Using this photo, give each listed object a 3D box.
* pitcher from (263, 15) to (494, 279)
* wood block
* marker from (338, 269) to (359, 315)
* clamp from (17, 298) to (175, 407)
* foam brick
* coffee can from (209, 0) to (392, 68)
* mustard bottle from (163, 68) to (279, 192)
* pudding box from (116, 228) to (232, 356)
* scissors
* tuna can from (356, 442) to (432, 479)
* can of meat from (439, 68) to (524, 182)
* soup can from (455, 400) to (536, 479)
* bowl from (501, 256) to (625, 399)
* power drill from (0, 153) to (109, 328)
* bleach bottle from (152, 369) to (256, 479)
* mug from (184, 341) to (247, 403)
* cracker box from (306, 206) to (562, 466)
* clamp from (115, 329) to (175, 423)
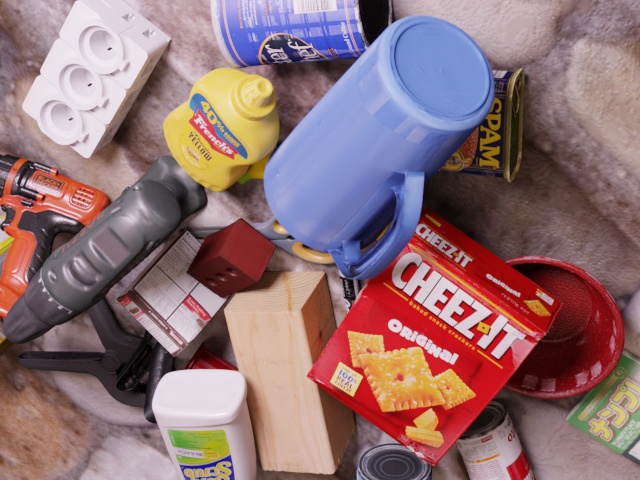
[{"bbox_3d":[0.053,-0.081,0.944,0.149,0.144,0.243,40,148,-3],"label":"pitcher"},{"bbox_3d":[-0.030,0.145,1.177,0.090,0.090,0.206,-1,115,21],"label":"wood block"},{"bbox_3d":[0.036,0.076,1.157,0.020,0.020,0.121,0,116,21],"label":"marker"},{"bbox_3d":[-0.258,0.145,1.293,0.210,0.036,0.165,40,115,-6],"label":"clamp"},{"bbox_3d":[-0.095,0.020,1.138,0.053,0.051,0.078,38,146,-19],"label":"foam brick"},{"bbox_3d":[-0.016,-0.214,0.976,0.140,0.102,0.103,-1,116,21],"label":"coffee can"},{"bbox_3d":[-0.088,-0.114,1.032,0.096,0.058,0.192,53,152,-4],"label":"mustard bottle"},{"bbox_3d":[-0.152,0.055,1.162,0.090,0.113,0.039,46,137,-8],"label":"pudding box"},{"bbox_3d":[-0.058,0.001,1.153,0.202,0.016,0.096,-13,132,42],"label":"scissors"},{"bbox_3d":[0.083,0.266,1.200,0.086,0.086,0.034,8,117,17],"label":"tuna can"},{"bbox_3d":[0.143,-0.111,0.997,0.084,0.057,0.102,8,118,20],"label":"can of meat"},{"bbox_3d":[0.186,0.233,1.154,0.069,0.068,0.102,-15,109,27],"label":"soup can"},{"bbox_3d":[0.222,0.077,1.065,0.162,0.055,0.162,9,119,17],"label":"bowl"},{"bbox_3d":[-0.349,-0.006,1.169,0.184,0.187,0.057,19,155,5],"label":"power drill"},{"bbox_3d":[-0.110,0.251,1.190,0.103,0.068,0.251,0,131,13],"label":"bleach bottle"},{"bbox_3d":[-0.123,0.174,1.221,0.081,0.093,0.117,33,162,-4],"label":"mug"},{"bbox_3d":[0.106,0.100,1.049,0.164,0.072,0.214,36,125,6],"label":"cracker box"},{"bbox_3d":[-0.186,0.115,1.219,0.039,0.171,0.120,24,172,-37],"label":"clamp"}]
